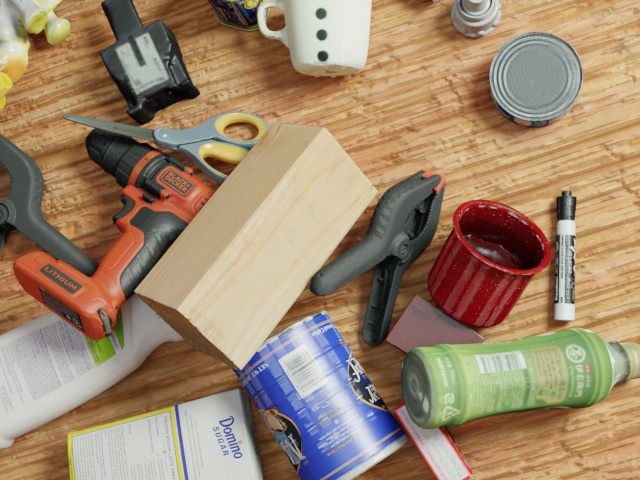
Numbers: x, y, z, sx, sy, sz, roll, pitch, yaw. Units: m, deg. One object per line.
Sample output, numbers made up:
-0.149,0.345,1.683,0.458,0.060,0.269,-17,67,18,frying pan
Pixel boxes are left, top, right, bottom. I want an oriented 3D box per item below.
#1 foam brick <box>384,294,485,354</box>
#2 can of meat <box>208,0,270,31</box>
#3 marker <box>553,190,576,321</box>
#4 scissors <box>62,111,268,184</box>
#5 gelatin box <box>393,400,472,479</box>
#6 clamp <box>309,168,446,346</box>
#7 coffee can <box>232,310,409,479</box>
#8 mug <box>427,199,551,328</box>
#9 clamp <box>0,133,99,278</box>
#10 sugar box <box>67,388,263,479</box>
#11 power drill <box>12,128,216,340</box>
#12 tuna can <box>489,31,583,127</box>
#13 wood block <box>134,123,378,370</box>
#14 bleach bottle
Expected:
0.106,0.092,0.983,0.078,0.051,0.053,33,88,10,foam brick
-0.076,-0.266,1.035,0.057,0.084,0.102,17,86,10,can of meat
0.227,0.014,0.990,0.020,0.020,0.121,1,84,9,marker
-0.136,-0.110,1.032,0.202,0.016,0.096,24,54,5,scissors
0.103,0.181,0.961,0.030,0.073,0.089,-35,79,2,gelatin box
0.066,0.014,0.989,0.039,0.120,0.171,29,70,37,clamp
0.000,0.149,0.966,0.103,0.102,0.140,-34,80,3,coffee can
0.156,0.022,0.962,0.093,0.117,0.082,52,137,30,mug
-0.322,-0.014,1.067,0.164,0.036,0.210,-26,78,6,clamp
-0.146,0.207,1.002,0.176,0.048,0.093,-14,65,5,sugar box
-0.196,-0.012,1.006,0.185,0.057,0.187,32,64,19,power drill
0.202,-0.151,1.005,0.086,0.033,0.086,-1,83,8,tuna can
-0.056,0.002,0.957,0.206,0.091,0.090,-52,121,-17,wood block
-0.220,0.107,1.026,0.251,0.068,0.102,-24,81,3,bleach bottle
